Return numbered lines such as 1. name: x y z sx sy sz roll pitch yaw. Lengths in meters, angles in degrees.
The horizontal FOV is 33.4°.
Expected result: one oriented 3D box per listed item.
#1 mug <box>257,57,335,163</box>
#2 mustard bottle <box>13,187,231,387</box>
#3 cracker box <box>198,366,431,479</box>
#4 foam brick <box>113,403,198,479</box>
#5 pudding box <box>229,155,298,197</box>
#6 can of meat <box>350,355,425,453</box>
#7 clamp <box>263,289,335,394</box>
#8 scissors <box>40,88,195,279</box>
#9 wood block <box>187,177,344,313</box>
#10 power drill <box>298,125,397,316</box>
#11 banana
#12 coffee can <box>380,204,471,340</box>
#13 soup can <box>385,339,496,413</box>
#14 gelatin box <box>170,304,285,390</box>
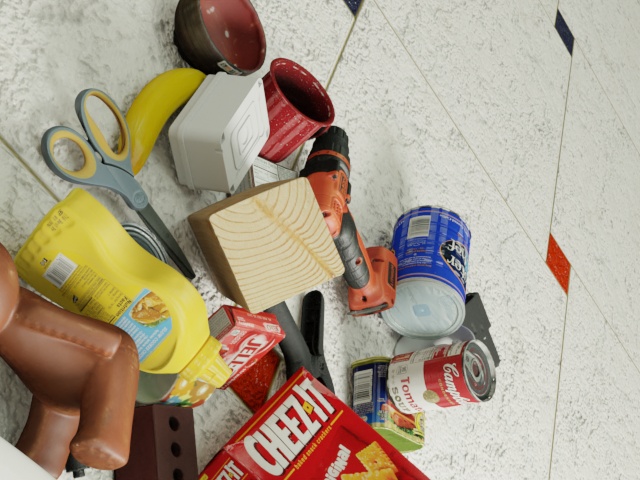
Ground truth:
1. mug: -0.037 -0.137 1.176 0.117 0.082 0.093 10 48 -47
2. mustard bottle: -0.149 0.051 0.854 0.191 0.096 0.058 41 35 -5
3. cracker box: 0.014 0.238 0.995 0.214 0.072 0.164 41 32 6
4. foam brick: -0.139 0.180 0.895 0.052 0.051 0.078 18 58 -52
5. pudding box: -0.057 -0.030 1.149 0.089 0.039 0.113 18 57 -53
6. can of meat: 0.078 0.189 1.219 0.102 0.058 0.084 34 50 -43
7. clamp: -0.020 0.127 1.115 0.120 0.039 0.171 17 59 -56
8. scissors: -0.185 -0.037 0.963 0.096 0.016 0.202 -31 107 -37
9. wood block: -0.056 0.001 0.975 0.091 0.090 0.206 67 -11 -6
10. power drill: 0.031 -0.020 1.227 0.184 0.057 0.187 -78 147 -49
11. banana: -0.151 -0.128 1.058 0.069 0.037 0.197 62 33 -13
12. coffee can: 0.133 0.039 1.331 0.102 0.103 0.140 50 33 -29
13. soup can: 0.131 0.150 1.166 0.068 0.102 0.068 25 58 -47
14. gelatin box: -0.087 0.099 0.980 0.073 0.089 0.030 19 35 -52
